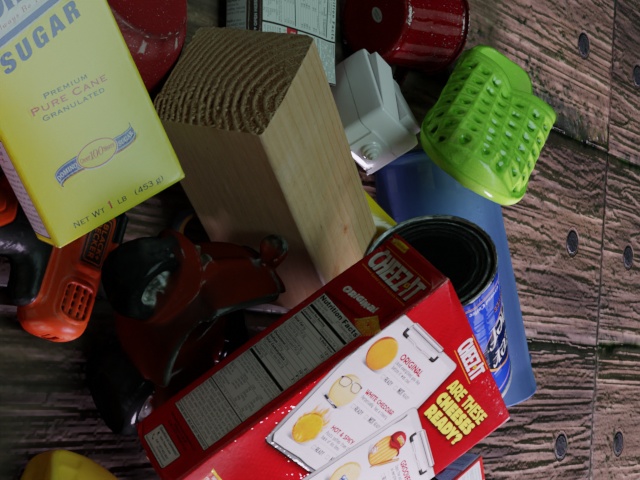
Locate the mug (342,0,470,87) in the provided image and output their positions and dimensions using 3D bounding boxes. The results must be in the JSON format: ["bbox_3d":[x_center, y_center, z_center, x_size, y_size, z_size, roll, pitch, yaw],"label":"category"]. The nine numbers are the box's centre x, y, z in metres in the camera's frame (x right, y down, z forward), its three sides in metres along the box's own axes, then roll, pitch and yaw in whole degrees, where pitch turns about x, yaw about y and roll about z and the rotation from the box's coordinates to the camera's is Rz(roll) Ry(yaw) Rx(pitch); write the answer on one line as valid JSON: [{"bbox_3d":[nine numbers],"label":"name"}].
[{"bbox_3d":[0.070,-0.189,0.970,0.081,0.093,0.117,-4,125,-45],"label":"mug"}]

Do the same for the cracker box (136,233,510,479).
[{"bbox_3d":[0.007,0.120,0.714,0.213,0.072,0.164,-36,134,-8],"label":"cracker box"}]

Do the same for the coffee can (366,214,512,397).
[{"bbox_3d":[0.096,0.064,0.849,0.102,0.103,0.140,-56,147,-33],"label":"coffee can"}]

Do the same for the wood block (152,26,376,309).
[{"bbox_3d":[-0.033,-0.044,0.763,0.090,0.091,0.206,-65,151,-30],"label":"wood block"}]

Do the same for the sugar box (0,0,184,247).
[{"bbox_3d":[-0.156,-0.095,0.616,0.093,0.048,0.176,-33,116,-24],"label":"sugar box"}]

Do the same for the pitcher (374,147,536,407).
[{"bbox_3d":[0.111,0.036,0.988,0.149,0.145,0.243,-32,113,-75],"label":"pitcher"}]

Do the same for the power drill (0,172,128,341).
[{"bbox_3d":[-0.196,-0.048,0.665,0.187,0.057,0.184,31,63,-45],"label":"power drill"}]

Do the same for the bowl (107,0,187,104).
[{"bbox_3d":[-0.138,-0.162,0.696,0.161,0.055,0.162,32,47,-42],"label":"bowl"}]

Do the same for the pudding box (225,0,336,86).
[{"bbox_3d":[-0.030,-0.175,0.874,0.113,0.039,0.090,2,88,-57],"label":"pudding box"}]
